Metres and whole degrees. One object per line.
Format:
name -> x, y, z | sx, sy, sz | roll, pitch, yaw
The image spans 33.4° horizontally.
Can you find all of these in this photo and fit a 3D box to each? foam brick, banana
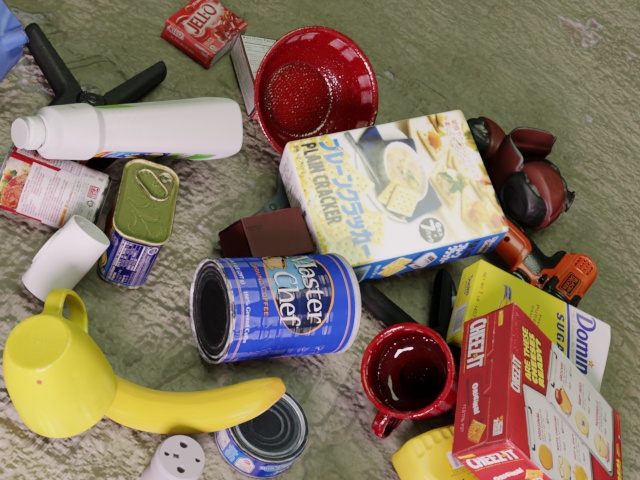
foam brick -> -0.057, 0.001, 1.123 | 0.078, 0.051, 0.053 | -12, 80, -36
banana -> -0.133, 0.140, 0.961 | 0.198, 0.037, 0.069 | 11, 81, 2

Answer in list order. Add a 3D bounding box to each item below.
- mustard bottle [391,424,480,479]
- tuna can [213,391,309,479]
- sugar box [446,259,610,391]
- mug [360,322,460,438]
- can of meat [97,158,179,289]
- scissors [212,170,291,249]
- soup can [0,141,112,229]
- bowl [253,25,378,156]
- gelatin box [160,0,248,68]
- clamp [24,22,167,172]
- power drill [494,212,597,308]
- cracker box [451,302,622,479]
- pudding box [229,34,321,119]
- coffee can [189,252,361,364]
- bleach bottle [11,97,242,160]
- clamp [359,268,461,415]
mustard bottle -> 0.149, 0.272, 1.017 | 0.096, 0.058, 0.192 | -4, 56, -42
tuna can -> -0.054, 0.178, 1.003 | 0.086, 0.034, 0.086 | 15, 49, -17
sugar box -> 0.227, 0.101, 1.153 | 0.176, 0.048, 0.093 | 25, 63, -12
mug -> 0.089, 0.146, 1.063 | 0.093, 0.081, 0.117 | 27, 85, 23
can of meat -> -0.182, -0.015, 1.057 | 0.057, 0.084, 0.102 | 16, 48, -16
scissors -> -0.036, -0.027, 1.193 | 0.096, 0.016, 0.201 | 33, 46, -1
soup can -> -0.265, -0.049, 1.052 | 0.102, 0.069, 0.068 | 20, 47, -13
bowl -> -0.014, -0.166, 1.243 | 0.161, 0.055, 0.162 | -2, 95, -27
gelatin box -> -0.142, -0.260, 1.316 | 0.073, 0.030, 0.089 | 36, 46, 3
clamp -> -0.261, -0.148, 1.156 | 0.164, 0.036, 0.210 | 19, 48, -15
power drill -> 0.217, 0.034, 1.252 | 0.188, 0.057, 0.184 | 42, 50, 7
cracker box -> 0.219, 0.192, 1.058 | 0.213, 0.072, 0.164 | 43, 39, -29
pudding box -> -0.054, -0.198, 1.307 | 0.089, 0.039, 0.113 | 2, 52, -27
coffee can -> -0.045, 0.065, 1.052 | 0.140, 0.103, 0.103 | -2, 55, -29
bleach bottle -> -0.199, -0.111, 1.079 | 0.250, 0.103, 0.068 | -8, 97, -47
clamp -> 0.108, 0.106, 1.146 | 0.120, 0.039, 0.171 | -3, 57, -20
